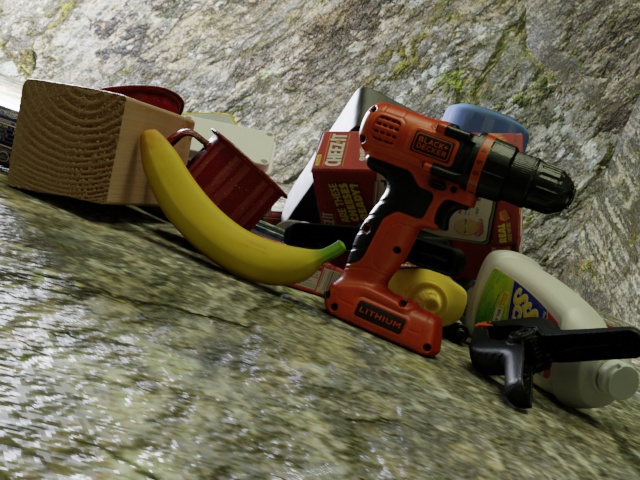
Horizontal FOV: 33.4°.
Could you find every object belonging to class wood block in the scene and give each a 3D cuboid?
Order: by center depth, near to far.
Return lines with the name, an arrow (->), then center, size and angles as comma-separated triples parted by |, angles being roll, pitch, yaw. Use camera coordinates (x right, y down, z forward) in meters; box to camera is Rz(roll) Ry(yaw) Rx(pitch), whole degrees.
wood block -> -0.189, -0.082, 0.955 | 0.090, 0.091, 0.206 | 11, 3, 8

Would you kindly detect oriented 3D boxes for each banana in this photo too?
banana -> -0.078, -0.016, 0.885 | 0.198, 0.069, 0.037 | 31, -7, 4

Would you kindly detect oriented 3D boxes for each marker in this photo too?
marker -> 0.135, 0.086, 1.093 | 0.020, 0.020, 0.121 | 22, 4, -2

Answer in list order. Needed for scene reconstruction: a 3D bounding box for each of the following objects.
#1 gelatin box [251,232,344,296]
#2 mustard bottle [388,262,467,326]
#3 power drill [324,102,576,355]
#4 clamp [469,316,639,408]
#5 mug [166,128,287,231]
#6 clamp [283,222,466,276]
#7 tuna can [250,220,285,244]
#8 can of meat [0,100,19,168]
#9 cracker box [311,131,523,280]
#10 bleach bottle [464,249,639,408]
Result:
gelatin box -> -0.025, 0.023, 0.989 | 0.089, 0.030, 0.073 | 19, 5, -39
mustard bottle -> 0.095, 0.051, 1.064 | 0.096, 0.058, 0.191 | 16, 5, -5
power drill -> 0.096, -0.004, 0.885 | 0.184, 0.188, 0.057 | 22, 3, 15
clamp -> 0.182, 0.088, 0.871 | 0.120, 0.039, 0.171 | -14, 12, -9
mug -> -0.098, -0.048, 0.956 | 0.117, 0.081, 0.093 | 43, -2, -23
clamp -> 0.059, 0.001, 1.022 | 0.164, 0.036, 0.210 | 10, 6, 8
tuna can -> -0.057, 0.001, 1.068 | 0.086, 0.034, 0.086 | 22, 4, -2
can of meat -> -0.296, -0.100, 0.966 | 0.084, 0.057, 0.102 | 19, 4, -5
cracker box -> 0.109, -0.037, 1.150 | 0.214, 0.072, 0.164 | 3, -44, 13
bleach bottle -> 0.214, 0.083, 0.973 | 0.068, 0.102, 0.251 | 16, 6, -17
